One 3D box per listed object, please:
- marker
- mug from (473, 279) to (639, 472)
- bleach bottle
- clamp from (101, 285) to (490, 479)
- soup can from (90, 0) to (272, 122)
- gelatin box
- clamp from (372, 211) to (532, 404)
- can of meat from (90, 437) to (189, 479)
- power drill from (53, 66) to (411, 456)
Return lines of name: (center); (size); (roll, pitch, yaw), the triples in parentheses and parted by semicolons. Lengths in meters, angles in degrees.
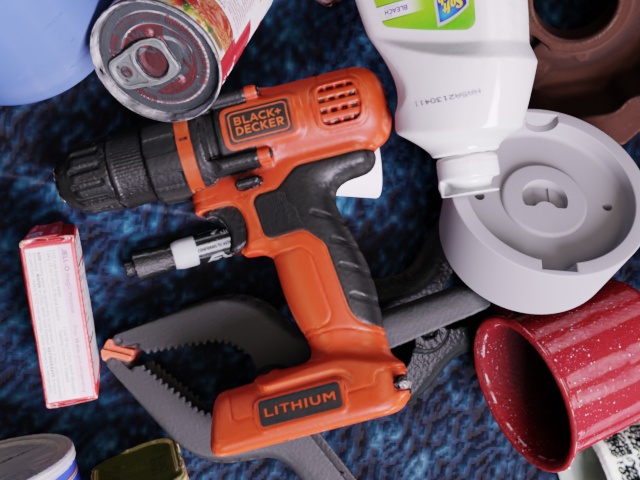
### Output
marker: (-0.054, 0.001, 0.618); (0.121, 0.020, 0.020); (-16, 99, -10)
mug: (0.141, 0.062, 0.607); (0.081, 0.093, 0.117); (-21, 71, -20)
bleach bottle: (0.050, -0.146, 0.537); (0.067, 0.103, 0.251); (-8, 90, -53)
clamp: (-0.020, 0.095, 0.595); (0.210, 0.036, 0.164); (7, 89, 6)
soup can: (-0.068, -0.118, 0.553); (0.068, 0.102, 0.068); (10, 132, 11)
gelatin box: (-0.140, 0.037, 0.575); (0.030, 0.073, 0.089); (-9, 98, -10)
clamp: (0.059, 0.037, 0.634); (0.171, 0.039, 0.120); (-25, 100, -12)
can of meat: (-0.089, 0.163, 0.585); (0.057, 0.102, 0.084); (-18, 97, -10)
power drill: (-0.039, 0.013, 0.558); (0.184, 0.057, 0.187); (-14, 81, 7)
